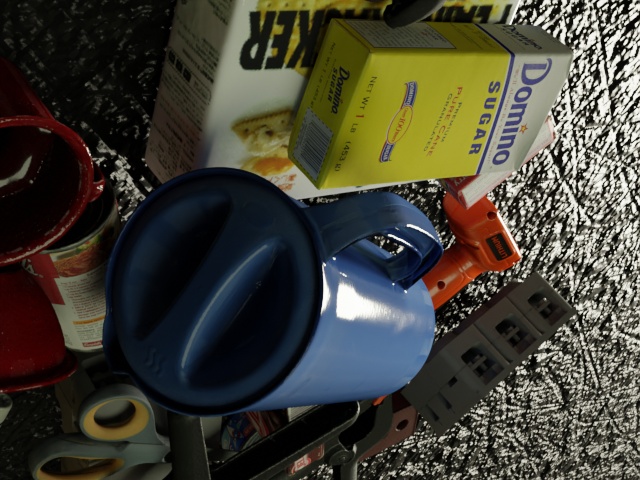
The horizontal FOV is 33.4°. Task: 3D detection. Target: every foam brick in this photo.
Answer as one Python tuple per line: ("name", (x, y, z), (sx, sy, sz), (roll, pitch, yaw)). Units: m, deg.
("foam brick", (0.044, 0.162, 0.988), (0.078, 0.051, 0.053), (-22, 139, -24))

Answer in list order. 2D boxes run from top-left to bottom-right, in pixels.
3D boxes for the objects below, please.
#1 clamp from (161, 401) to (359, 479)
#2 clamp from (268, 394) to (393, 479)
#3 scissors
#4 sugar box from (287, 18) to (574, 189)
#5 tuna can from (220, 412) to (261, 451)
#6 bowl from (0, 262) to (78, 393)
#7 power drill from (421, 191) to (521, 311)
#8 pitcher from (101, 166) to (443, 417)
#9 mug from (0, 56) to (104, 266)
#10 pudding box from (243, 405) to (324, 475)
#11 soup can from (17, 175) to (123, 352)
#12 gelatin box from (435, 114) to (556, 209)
("clamp", (-0.087, 0.175, 0.763), (0.164, 0.036, 0.210), (19, 120, -46))
("clamp", (0.001, 0.176, 0.908), (0.120, 0.039, 0.172), (-3, 130, -34))
("scissors", (-0.107, 0.134, 0.751), (0.201, 0.016, 0.096), (1, 128, -42))
("sugar box", (0.070, -0.083, 0.648), (0.175, 0.048, 0.093), (-6, 132, -36))
("tuna can", (-0.044, 0.167, 0.930), (0.086, 0.034, 0.086), (-24, 141, -22))
("bowl", (-0.210, 0.037, 0.577), (0.161, 0.162, 0.055), (2, 97, -43))
("power drill", (0.066, 0.033, 0.871), (0.187, 0.057, 0.184), (-39, 148, 3))
("pitcher", (-0.005, 0.039, 0.661), (0.242, 0.149, 0.145), (19, 88, -64))
("mug", (-0.168, -0.045, 0.561), (0.117, 0.082, 0.093), (6, 124, -44))
("pudding box", (-0.035, 0.117, 0.839), (0.039, 0.090, 0.113), (-24, 140, -25))
("soup can", (-0.148, 0.013, 0.651), (0.068, 0.069, 0.102), (-28, 142, -17))
("gelatin box", (0.116, -0.077, 0.786), (0.089, 0.073, 0.030), (-39, 144, -2))
